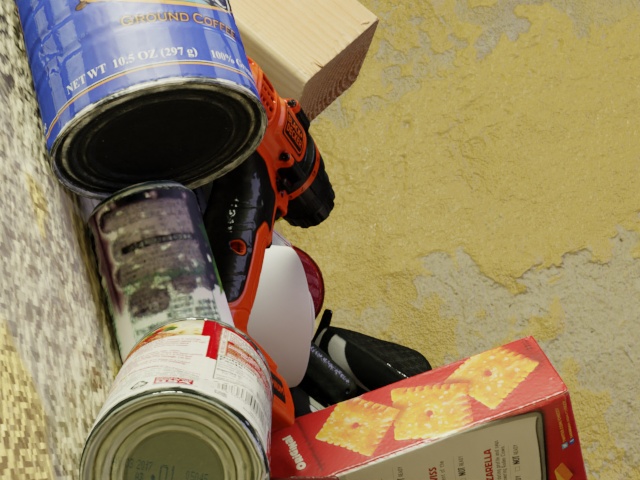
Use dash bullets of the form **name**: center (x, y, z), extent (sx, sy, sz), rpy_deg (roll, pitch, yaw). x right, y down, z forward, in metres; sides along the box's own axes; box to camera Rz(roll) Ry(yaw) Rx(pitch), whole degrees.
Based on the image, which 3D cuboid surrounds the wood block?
- **wood block**: center (-0.066, -0.189, 0.843), extent (0.206, 0.090, 0.090), rpy_deg (41, -27, 10)

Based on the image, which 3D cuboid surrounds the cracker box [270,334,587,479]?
- **cracker box**: center (0.060, 0.172, 0.674), extent (0.072, 0.213, 0.164), rpy_deg (-110, -178, -61)

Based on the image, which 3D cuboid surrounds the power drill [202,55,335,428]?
- **power drill**: center (-0.038, 0.009, 0.618), extent (0.184, 0.057, 0.187), rpy_deg (49, 42, -62)

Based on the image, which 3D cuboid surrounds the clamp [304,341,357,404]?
- **clamp**: center (-0.050, 0.065, 0.870), extent (0.171, 0.039, 0.120), rpy_deg (50, -22, -25)

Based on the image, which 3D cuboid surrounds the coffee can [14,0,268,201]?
- **coffee can**: center (-0.093, -0.104, 0.517), extent (0.103, 0.103, 0.140), rpy_deg (70, 2, -68)

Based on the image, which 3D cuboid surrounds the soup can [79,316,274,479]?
- **soup can**: center (-0.052, 0.074, 0.417), extent (0.102, 0.068, 0.068), rpy_deg (-102, 174, -80)
